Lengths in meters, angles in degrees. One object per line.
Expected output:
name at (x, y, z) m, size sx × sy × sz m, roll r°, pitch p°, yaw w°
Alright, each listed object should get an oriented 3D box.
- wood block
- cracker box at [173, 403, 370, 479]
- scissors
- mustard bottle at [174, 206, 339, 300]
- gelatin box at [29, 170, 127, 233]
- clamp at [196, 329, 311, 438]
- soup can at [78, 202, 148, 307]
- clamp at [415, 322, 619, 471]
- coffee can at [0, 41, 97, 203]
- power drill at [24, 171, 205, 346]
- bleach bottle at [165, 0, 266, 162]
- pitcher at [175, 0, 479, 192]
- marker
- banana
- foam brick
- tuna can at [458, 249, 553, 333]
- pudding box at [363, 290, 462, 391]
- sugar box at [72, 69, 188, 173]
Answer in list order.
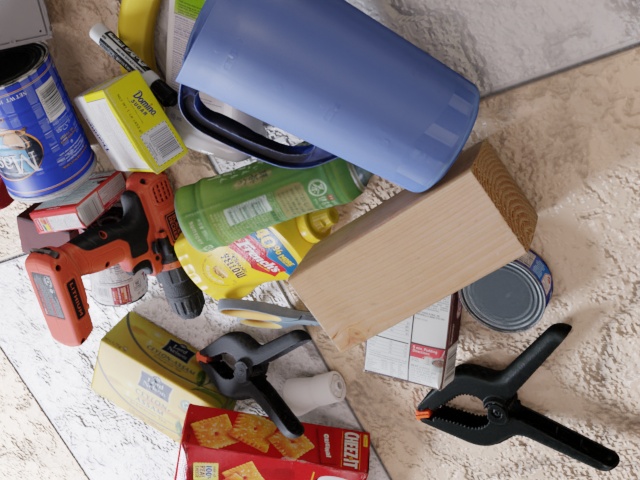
wood block at (0.085, 0.007, 0.982) m, size 0.206 × 0.090 × 0.091 m, roll -32°, pitch 101°, yaw 27°
cracker box at (-0.063, 0.283, 1.245) m, size 0.213 × 0.072 × 0.164 m, roll 11°, pitch 129°, yaw -4°
scissors at (-0.012, 0.088, 1.162) m, size 0.201 × 0.016 × 0.096 m, roll 9°, pitch 165°, yaw 0°
mustard bottle at (-0.057, 0.002, 1.110) m, size 0.192 × 0.058 × 0.096 m, roll -21°, pitch 117°, yaw 37°
gelatin box at (-0.265, -0.043, 1.179) m, size 0.073 × 0.089 × 0.030 m, roll -6°, pitch 118°, yaw 33°
clamp at (-0.074, 0.157, 1.208) m, size 0.172 × 0.039 × 0.120 m, roll -1°, pitch 86°, yaw 45°
soup can at (-0.236, 0.017, 1.217) m, size 0.069 × 0.068 × 0.102 m, roll 12°, pitch 126°, yaw 23°
clamp at (0.195, 0.175, 1.092) m, size 0.210 × 0.036 × 0.164 m, roll -19°, pitch 104°, yaw 39°
coffee can at (-0.309, -0.125, 1.127) m, size 0.103 × 0.102 × 0.140 m, roll 5°, pitch 132°, yaw 27°
power drill at (-0.211, 0.036, 1.139) m, size 0.057 × 0.187 × 0.184 m, roll 4°, pitch 119°, yaw 42°
bleach bottle at (-0.093, -0.203, 0.994) m, size 0.103 × 0.068 × 0.251 m, roll 20°, pitch 126°, yaw 18°
pitcher at (0.003, -0.133, 0.913) m, size 0.242 × 0.145 × 0.149 m, roll 28°, pitch 168°, yaw -11°
marker at (-0.179, -0.168, 1.029) m, size 0.121 × 0.020 × 0.020 m, roll 43°, pitch 134°, yaw 21°
banana at (-0.170, -0.205, 1.054) m, size 0.070 × 0.037 × 0.198 m, roll 14°, pitch 126°, yaw 14°
foam brick at (-0.307, -0.011, 1.250) m, size 0.078 × 0.052 × 0.051 m, roll 15°, pitch 127°, yaw 22°
tuna can at (0.177, 0.044, 1.020) m, size 0.086 × 0.033 × 0.086 m, roll 15°, pitch 126°, yaw 21°
pudding box at (0.093, 0.087, 1.079) m, size 0.090 × 0.039 × 0.113 m, roll 12°, pitch 108°, yaw 24°
sugar box at (-0.192, -0.116, 1.062) m, size 0.093 × 0.048 × 0.176 m, roll 60°, pitch 166°, yaw -16°
